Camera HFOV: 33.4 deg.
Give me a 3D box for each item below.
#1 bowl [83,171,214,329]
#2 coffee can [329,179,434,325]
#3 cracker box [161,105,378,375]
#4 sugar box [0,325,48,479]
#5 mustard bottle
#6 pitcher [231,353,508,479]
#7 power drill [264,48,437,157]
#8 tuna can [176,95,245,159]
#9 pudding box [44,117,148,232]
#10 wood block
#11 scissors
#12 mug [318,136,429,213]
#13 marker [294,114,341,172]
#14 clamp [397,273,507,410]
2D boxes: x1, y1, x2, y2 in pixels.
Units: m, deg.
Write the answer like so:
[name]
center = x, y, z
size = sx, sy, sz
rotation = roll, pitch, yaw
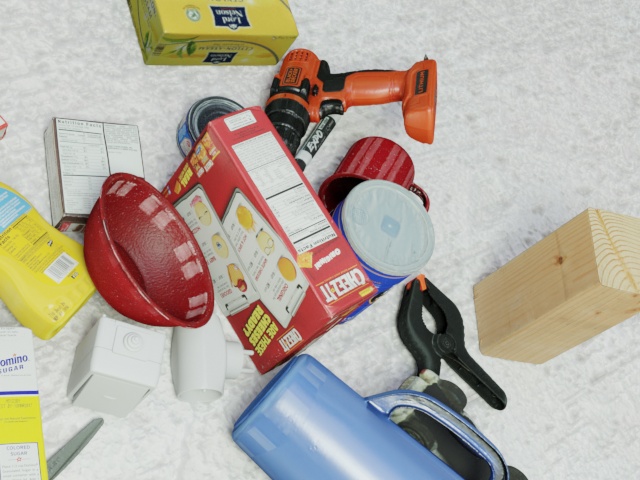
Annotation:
[bowl]
center = -0.167, 0.020, 0.980
size = 0.162, 0.055, 0.162
rotation = 50, 21, -28
[coffee can]
center = 0.037, 0.015, 1.091
size = 0.102, 0.141, 0.103
rotation = 13, 59, -24
[cracker box]
center = -0.057, 0.001, 1.031
size = 0.072, 0.164, 0.214
rotation = -27, 80, -35
[sugar box]
center = -0.250, 0.166, 0.858
size = 0.048, 0.093, 0.176
rotation = 4, 54, -25
[mustard bottle]
center = -0.290, -0.002, 0.964
size = 0.191, 0.058, 0.096
rotation = 41, 42, -5
[pitcher]
center = 0.045, 0.213, 0.995
size = 0.243, 0.145, 0.149
rotation = 42, 49, 0
[power drill]
center = 0.032, -0.146, 1.168
size = 0.188, 0.057, 0.184
rotation = 3, 46, 9
[tuna can]
center = -0.109, -0.112, 1.144
size = 0.086, 0.034, 0.086
rotation = 13, 59, -24
[pudding box]
center = -0.220, -0.063, 1.051
size = 0.089, 0.039, 0.113
rotation = 2, 62, -29
[wood block]
center = 0.263, 0.055, 1.158
size = 0.090, 0.206, 0.091
rotation = 11, 61, -25
[scissors]
center = -0.268, 0.209, 0.892
size = 0.096, 0.016, 0.201
rotation = 33, 53, -10
[mug]
center = 0.066, -0.057, 1.175
size = 0.117, 0.093, 0.081
rotation = 23, 48, 8
[marker]
center = -0.009, -0.107, 1.208
size = 0.020, 0.020, 0.121
rotation = 38, 52, -7
[clamp]
center = 0.122, 0.123, 1.149
size = 0.120, 0.039, 0.171
rotation = -18, 75, -38
